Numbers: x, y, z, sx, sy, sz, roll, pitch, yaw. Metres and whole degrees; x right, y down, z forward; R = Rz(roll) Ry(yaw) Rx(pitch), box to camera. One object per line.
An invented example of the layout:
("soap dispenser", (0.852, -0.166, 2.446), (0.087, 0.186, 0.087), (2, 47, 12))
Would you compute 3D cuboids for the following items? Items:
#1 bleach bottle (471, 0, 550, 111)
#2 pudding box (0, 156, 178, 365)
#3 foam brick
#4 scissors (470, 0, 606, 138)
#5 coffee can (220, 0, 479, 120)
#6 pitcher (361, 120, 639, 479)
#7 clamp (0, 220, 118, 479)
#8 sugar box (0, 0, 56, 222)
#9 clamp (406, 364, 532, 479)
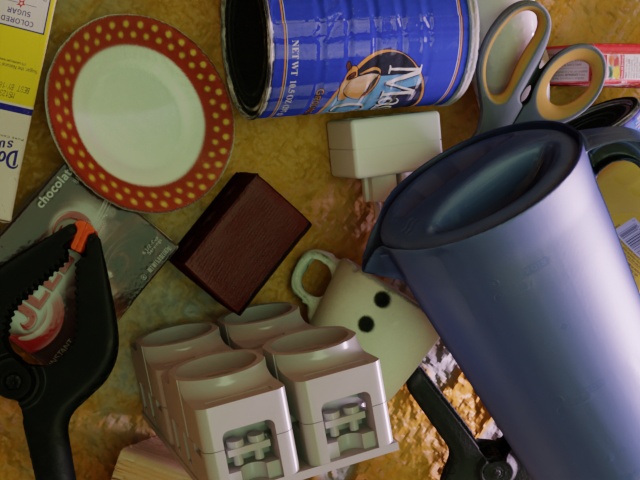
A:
("bleach bottle", (0.116, -0.183, 0.733), (0.068, 0.102, 0.251), (-12, 110, 6))
("pudding box", (-0.160, 0.017, 0.670), (0.090, 0.039, 0.113), (42, 80, -18))
("foam brick", (-0.055, 0.001, 0.702), (0.051, 0.053, 0.078), (41, 80, -19))
("scissors", (0.126, -0.060, 0.719), (0.096, 0.016, 0.202), (10, 113, -10))
("coffee can", (0.017, -0.134, 0.688), (0.140, 0.103, 0.103), (-7, 98, -20))
("pitcher", (0.152, 0.052, 0.663), (0.144, 0.149, 0.242), (-45, 116, -30))
("clamp", (-0.188, 0.084, 0.623), (0.164, 0.036, 0.210), (17, 83, -7))
("sugar box", (-0.186, -0.102, 0.620), (0.048, 0.093, 0.176), (14, 90, -21))
("clamp", (0.135, 0.155, 0.780), (0.120, 0.039, 0.171), (-10, 111, 8))
